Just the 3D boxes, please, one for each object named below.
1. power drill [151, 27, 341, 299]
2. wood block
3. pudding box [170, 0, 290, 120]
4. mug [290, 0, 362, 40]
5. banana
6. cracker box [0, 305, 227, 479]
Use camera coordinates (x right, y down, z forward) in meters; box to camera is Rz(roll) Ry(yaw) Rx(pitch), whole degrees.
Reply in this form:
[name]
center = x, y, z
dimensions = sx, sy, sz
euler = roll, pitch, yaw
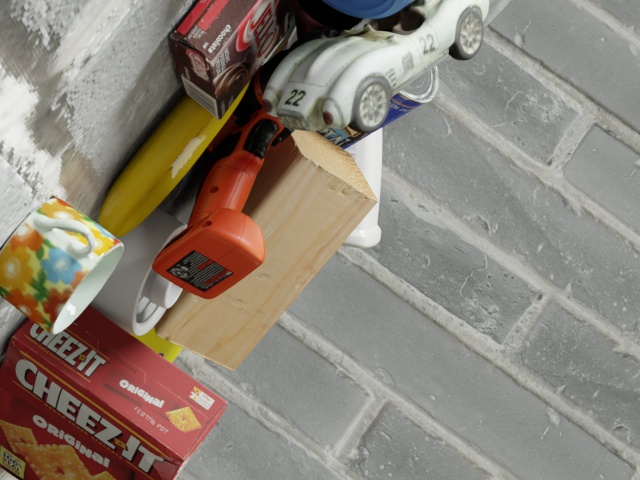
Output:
[power drill]
center = -0.051, -0.058, 0.808
dimensions = 0.185, 0.057, 0.187
euler = -36, -151, 52
[wood block]
center = -0.057, 0.001, 0.940
dimensions = 0.206, 0.090, 0.091
euler = -50, -147, 17
[pudding box]
center = -0.058, -0.142, 0.723
dimensions = 0.090, 0.039, 0.113
euler = -54, 177, -11
[mug]
center = 0.023, -0.195, 0.857
dimensions = 0.081, 0.093, 0.117
euler = 86, 15, -70
[banana]
center = -0.108, -0.075, 0.796
dimensions = 0.197, 0.037, 0.070
euler = -52, -159, -7
[cracker box]
center = -0.189, 0.156, 0.885
dimensions = 0.072, 0.164, 0.214
euler = -54, 178, -40
